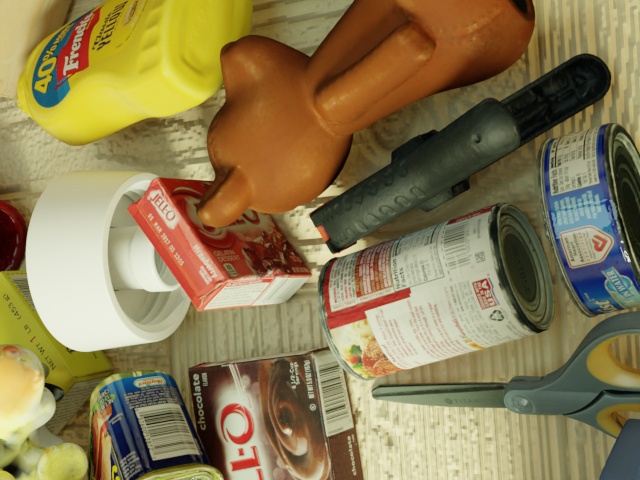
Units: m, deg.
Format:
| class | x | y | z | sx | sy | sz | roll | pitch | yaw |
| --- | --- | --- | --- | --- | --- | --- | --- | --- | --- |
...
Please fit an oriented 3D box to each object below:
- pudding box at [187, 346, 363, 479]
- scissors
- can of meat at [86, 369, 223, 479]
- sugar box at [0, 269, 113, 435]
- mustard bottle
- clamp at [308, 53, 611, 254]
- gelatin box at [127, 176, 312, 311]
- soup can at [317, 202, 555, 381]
| class | x | y | z | sx | sy | sz | roll | pitch | yaw |
| --- | --- | --- | --- | --- | --- | --- | --- | --- | --- |
| pudding box | -0.024 | 0.121 | 0.607 | 0.090 | 0.039 | 0.113 | -11 | 84 | 31 |
| scissors | 0.105 | 0.064 | 0.519 | 0.202 | 0.016 | 0.096 | 8 | 134 | 29 |
| can of meat | -0.099 | 0.137 | 0.614 | 0.084 | 0.057 | 0.102 | -122 | 35 | -45 |
| sugar box | -0.224 | 0.111 | 0.721 | 0.176 | 0.048 | 0.093 | -48 | 69 | 20 |
| mustard bottle | -0.126 | -0.105 | 0.641 | 0.192 | 0.058 | 0.096 | -12 | 53 | 44 |
| clamp | 0.053 | -0.035 | 0.521 | 0.172 | 0.120 | 0.039 | -33 | 82 | 32 |
| gelatin box | -0.054 | 0.001 | 0.596 | 0.030 | 0.089 | 0.073 | -45 | 69 | 23 |
| soup can | 0.058 | 0.027 | 0.542 | 0.102 | 0.068 | 0.068 | -19 | 80 | 29 |
